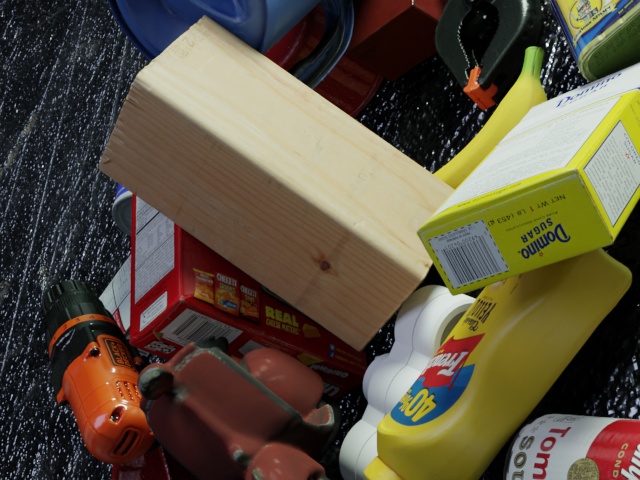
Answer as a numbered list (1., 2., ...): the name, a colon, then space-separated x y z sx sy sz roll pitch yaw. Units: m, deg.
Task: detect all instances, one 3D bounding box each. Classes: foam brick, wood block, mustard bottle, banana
1. foam brick: 0.064 -0.170 0.825 0.078 0.052 0.051 -27 47 43
2. wood block: -0.025 -0.036 0.681 0.091 0.206 0.090 -55 0 45
3. mustard bottle: 0.085 0.080 0.581 0.191 0.058 0.096 -52 9 -3
4. banana: 0.089 -0.042 0.723 0.198 0.037 0.069 -42 28 31

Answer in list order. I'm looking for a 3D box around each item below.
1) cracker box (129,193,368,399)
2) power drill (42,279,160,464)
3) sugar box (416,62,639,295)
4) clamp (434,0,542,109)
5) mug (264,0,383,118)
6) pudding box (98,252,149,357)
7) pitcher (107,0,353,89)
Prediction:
1. cracker box: -0.055 0.001 0.777 0.072 0.164 0.213 -39 42 33
2. power drill: -0.104 0.105 0.757 0.057 0.187 0.185 -57 35 15
3. sugar box: 0.129 -0.039 0.561 0.094 0.048 0.175 -21 11 39
4. clamp: 0.129 -0.178 0.750 0.120 0.039 0.171 -20 60 38
5. mug: 0.000 -0.164 0.884 0.093 0.081 0.117 2 71 55
6. pudding box: -0.174 0.060 1.023 0.114 0.039 0.090 -50 35 18
7. pitcher: -0.030 -0.213 0.775 0.242 0.145 0.149 -48 -22 -43
